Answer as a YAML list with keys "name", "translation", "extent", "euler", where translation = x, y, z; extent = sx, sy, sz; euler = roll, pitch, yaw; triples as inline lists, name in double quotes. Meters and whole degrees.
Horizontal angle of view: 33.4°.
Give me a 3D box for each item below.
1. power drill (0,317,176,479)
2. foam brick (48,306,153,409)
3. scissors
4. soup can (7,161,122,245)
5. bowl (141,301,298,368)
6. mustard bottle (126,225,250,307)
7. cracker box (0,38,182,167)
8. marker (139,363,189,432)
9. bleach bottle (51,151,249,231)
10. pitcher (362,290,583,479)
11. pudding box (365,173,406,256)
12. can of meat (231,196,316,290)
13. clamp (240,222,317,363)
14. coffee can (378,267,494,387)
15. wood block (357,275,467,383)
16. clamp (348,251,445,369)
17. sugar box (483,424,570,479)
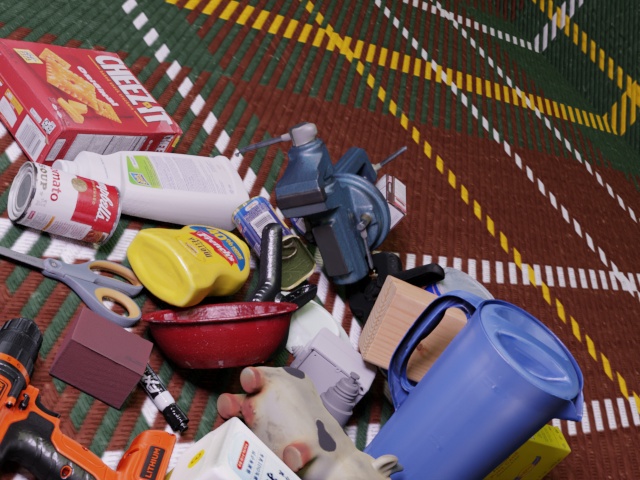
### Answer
- name: "power drill"
  translation: [-0.219, 0.159, 0.909]
  extent: [0.187, 0.057, 0.184]
  euler: [29, 31, -11]
- name: "foam brick"
  translation: [-0.207, 0.111, 1.006]
  extent: [0.078, 0.051, 0.053]
  euler: [31, 28, -14]
- name: "scissors"
  translation: [-0.262, 0.043, 1.086]
  extent: [0.201, 0.016, 0.096]
  euler: [11, 37, -42]
- name: "soup can"
  translation: [-0.274, -0.040, 1.144]
  extent: [0.102, 0.069, 0.068]
  euler: [17, 33, -35]
- name: "bowl"
  translation: [-0.102, 0.098, 1.098]
  extent: [0.161, 0.162, 0.055]
  euler: [-5, 92, -55]
- name: "mustard bottle"
  translation: [-0.133, 0.024, 1.219]
  extent: [0.096, 0.058, 0.191]
  euler: [42, 19, 16]
- name: "cracker box"
  translation: [-0.296, -0.167, 1.315]
  extent: [0.164, 0.072, 0.213]
  euler: [49, 28, 21]
- name: "marker"
  translation: [-0.167, 0.140, 1.048]
  extent: [0.121, 0.020, 0.020]
  euler: [50, 28, 22]
- name: "bleach bottle"
  translation: [-0.208, -0.070, 1.284]
  extent: [0.250, 0.068, 0.103]
  euler: [8, 39, -43]
- name: "pitcher"
  translation: [0.141, 0.179, 1.118]
  extent: [0.144, 0.243, 0.149]
  euler: [24, 29, -26]
- name: "pudding box"
  translation: [0.074, -0.030, 1.517]
  extent: [0.039, 0.114, 0.090]
  euler: [33, 27, -16]
- name: "can of meat"
  translation: [-0.059, 0.002, 1.330]
  extent: [0.084, 0.057, 0.102]
  euler: [53, -1, 33]
- name: "clamp"
  translation: [-0.049, 0.078, 1.229]
  extent: [0.120, 0.039, 0.171]
  euler: [47, 47, -39]
- name: "coffee can"
  translation: [0.147, 0.118, 1.340]
  extent: [0.102, 0.140, 0.103]
  euler: [29, 28, -17]
- name: "wood block"
  translation: [0.157, 0.126, 1.222]
  extent: [0.206, 0.091, 0.090]
  euler: [23, 7, -5]
- name: "clamp"
  translation: [0.085, 0.062, 1.361]
  extent: [0.036, 0.165, 0.210]
  euler: [31, 17, -21]
- name: "sugar box"
  translation: [0.201, 0.246, 1.258]
  extent: [0.175, 0.093, 0.048]
  euler: [17, 33, -35]
